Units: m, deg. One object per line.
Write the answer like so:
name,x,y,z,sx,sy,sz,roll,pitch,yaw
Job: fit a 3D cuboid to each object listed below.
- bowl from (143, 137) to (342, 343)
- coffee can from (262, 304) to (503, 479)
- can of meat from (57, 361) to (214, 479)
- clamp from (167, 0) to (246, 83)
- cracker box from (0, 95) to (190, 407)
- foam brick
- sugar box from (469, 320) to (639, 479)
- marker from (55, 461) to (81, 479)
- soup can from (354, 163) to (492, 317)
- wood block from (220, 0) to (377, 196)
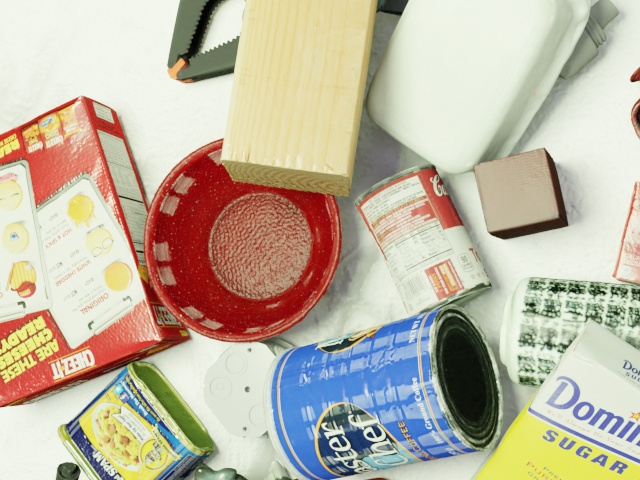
bowl,-0.056,0.001,0.843,0.162,0.055,0.162,-2,82,14
coffee can,0.045,0.112,0.762,0.141,0.102,0.103,-18,79,30
can of meat,-0.147,0.160,0.860,0.084,0.057,0.102,-44,74,8
clamp,-0.042,-0.203,0.870,0.164,0.036,0.210,39,99,12
cracker box,-0.220,0.011,0.889,0.164,0.072,0.214,-22,80,15
foam brick,0.146,-0.032,0.773,0.053,0.078,0.051,-13,83,16
sugar box,0.172,0.146,0.720,0.093,0.048,0.176,34,129,11
marker,-0.212,0.221,0.862,0.020,0.020,0.121,34,127,17
soup can,0.077,0.003,0.797,0.068,0.068,0.102,-27,78,13
wood block,-0.008,-0.144,0.770,0.091,0.090,0.206,8,84,3
